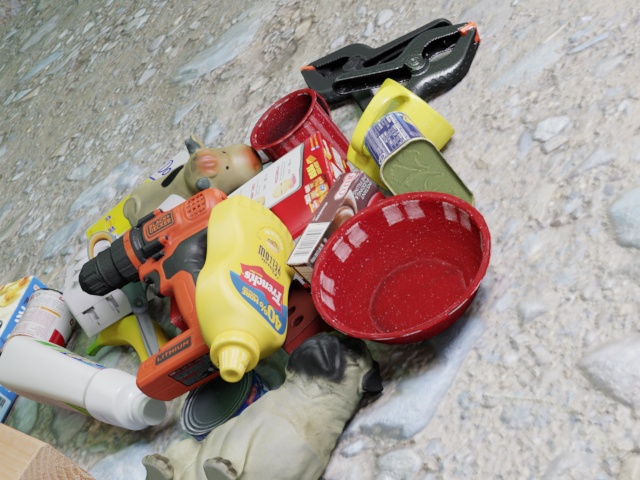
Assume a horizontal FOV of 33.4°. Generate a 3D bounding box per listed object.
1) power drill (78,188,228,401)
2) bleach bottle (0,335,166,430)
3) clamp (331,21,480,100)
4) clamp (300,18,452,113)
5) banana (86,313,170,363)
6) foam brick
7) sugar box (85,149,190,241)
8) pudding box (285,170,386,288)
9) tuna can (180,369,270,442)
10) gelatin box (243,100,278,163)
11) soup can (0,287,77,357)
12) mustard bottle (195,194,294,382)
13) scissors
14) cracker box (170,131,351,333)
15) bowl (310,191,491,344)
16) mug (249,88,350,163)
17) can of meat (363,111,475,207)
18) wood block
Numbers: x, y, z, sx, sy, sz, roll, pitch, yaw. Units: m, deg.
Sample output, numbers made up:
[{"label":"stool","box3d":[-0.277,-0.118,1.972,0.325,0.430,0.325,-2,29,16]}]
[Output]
[{"label":"power drill","box3d":[-0.153,0.057,1.039,0.185,0.057,0.188,-30,54,18]},{"label":"bleach bottle","box3d":[-0.242,0.158,1.133,0.251,0.102,0.068,7,73,46]},{"label":"clamp","box3d":[0.098,-0.188,1.185,0.171,0.039,0.120,-42,60,-13]},{"label":"clamp","box3d":[0.046,-0.195,1.287,0.210,0.036,0.164,1,50,45]},{"label":"banana","box3d":[-0.200,0.118,1.181,0.198,0.037,0.069,12,81,57]},{"label":"foam brick","box3d":[-0.015,0.081,0.990,0.053,0.051,0.078,-44,30,-2]},{"label":"sugar box","box3d":[-0.225,-0.039,1.398,0.176,0.048,0.093,-42,30,3]},{"label":"pudding box","box3d":[0.029,0.005,0.997,0.039,0.090,0.113,0,51,52]},{"label":"tuna can","box3d":[-0.088,0.154,1.000,0.086,0.033,0.086,-30,32,21]},{"label":"gelatin box","box3d":[-0.058,-0.140,1.346,0.073,0.030,0.089,-23,35,33]},{"label":"soup can","box3d":[-0.348,0.118,1.320,0.069,0.068,0.102,-19,37,35]},{"label":"mustard bottle","box3d":[-0.067,0.050,0.940,0.058,0.096,0.191,-26,33,24]},{"label":"scissors","box3d":[-0.181,0.055,1.149,0.096,0.016,0.202,-31,61,-17]},{"label":"cracker box","box3d":[-0.057,0.001,1.124,0.214,0.072,0.164,-36,29,13]},{"label":"bowl","box3d":[0.075,0.034,0.918,0.162,0.055,0.162,-15,44,15]},{"label":"mug","box3d":[-0.016,-0.120,1.220,0.093,0.081,0.117,-18,38,36]},{"label":"can of meat","box3d":[0.091,-0.065,1.005,0.057,0.102,0.084,-38,28,9]},{"label":"wood block","box3d":[-0.323,0.249,1.101,0.207,0.090,0.090,4,54,52]}]
